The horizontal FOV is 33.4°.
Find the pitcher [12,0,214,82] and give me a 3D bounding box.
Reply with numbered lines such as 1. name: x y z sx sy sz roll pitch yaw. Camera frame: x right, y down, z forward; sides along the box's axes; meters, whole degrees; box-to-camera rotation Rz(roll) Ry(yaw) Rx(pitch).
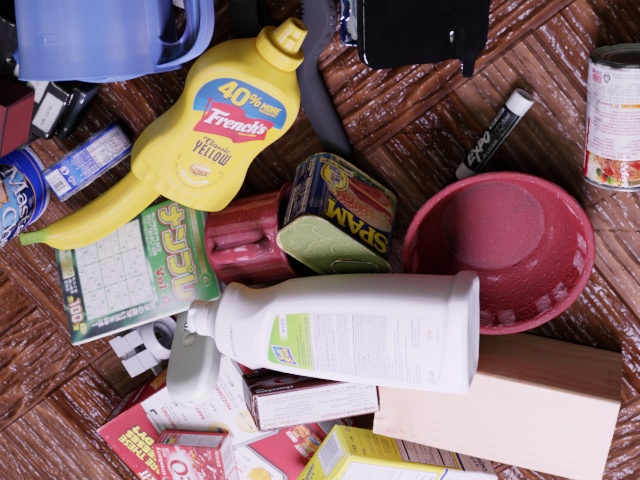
1. pitcher: -0.177 -0.248 0.850 0.149 0.145 0.243 -8 104 -19

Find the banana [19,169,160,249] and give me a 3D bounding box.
1. banana: -0.188 -0.041 1.003 0.198 0.069 0.037 -34 79 15

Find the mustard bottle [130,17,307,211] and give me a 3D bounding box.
1. mustard bottle: -0.073 -0.111 0.893 0.096 0.058 0.192 26 124 -26

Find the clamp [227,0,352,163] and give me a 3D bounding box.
1. clamp: -0.028 -0.161 0.912 0.164 0.036 0.210 22 123 4

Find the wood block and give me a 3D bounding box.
1. wood block: 0.161 0.139 0.970 0.206 0.090 0.091 11 117 12

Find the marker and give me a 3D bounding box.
1. marker: 0.139 -0.078 0.912 0.020 0.020 0.121 34 120 -1

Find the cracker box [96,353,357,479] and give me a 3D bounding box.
1. cracker box: -0.094 0.189 1.083 0.214 0.072 0.164 -34 101 28

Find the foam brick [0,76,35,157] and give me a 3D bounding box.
1. foam brick: -0.301 -0.116 0.943 0.078 0.053 0.051 23 119 6

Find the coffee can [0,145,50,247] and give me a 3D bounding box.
1. coffee can: -0.334 -0.032 1.008 0.103 0.140 0.103 7 117 13

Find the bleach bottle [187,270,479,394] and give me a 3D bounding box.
1. bleach bottle: 0.006 0.068 0.909 0.251 0.068 0.102 4 113 17

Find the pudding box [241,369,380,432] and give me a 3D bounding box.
1. pudding box: -0.010 0.137 0.961 0.113 0.090 0.039 -10 95 -9

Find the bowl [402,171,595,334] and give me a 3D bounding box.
1. bowl: 0.150 0.001 0.915 0.162 0.055 0.162 2 122 2

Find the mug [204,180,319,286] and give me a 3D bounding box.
1. mug: -0.056 0.001 0.958 0.082 0.117 0.093 -10 101 26

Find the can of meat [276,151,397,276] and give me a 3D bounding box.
1. can of meat: 0.018 -0.017 0.926 0.102 0.084 0.058 34 135 -24

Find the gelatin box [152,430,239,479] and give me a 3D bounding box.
1. gelatin box: -0.120 0.232 1.053 0.073 0.030 0.089 0 115 19

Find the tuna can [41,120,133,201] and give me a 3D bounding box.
1. tuna can: -0.214 -0.074 0.983 0.086 0.086 0.033 -30 103 27

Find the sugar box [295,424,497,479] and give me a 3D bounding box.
1. sugar box: 0.072 0.230 1.020 0.176 0.048 0.093 13 125 -31
